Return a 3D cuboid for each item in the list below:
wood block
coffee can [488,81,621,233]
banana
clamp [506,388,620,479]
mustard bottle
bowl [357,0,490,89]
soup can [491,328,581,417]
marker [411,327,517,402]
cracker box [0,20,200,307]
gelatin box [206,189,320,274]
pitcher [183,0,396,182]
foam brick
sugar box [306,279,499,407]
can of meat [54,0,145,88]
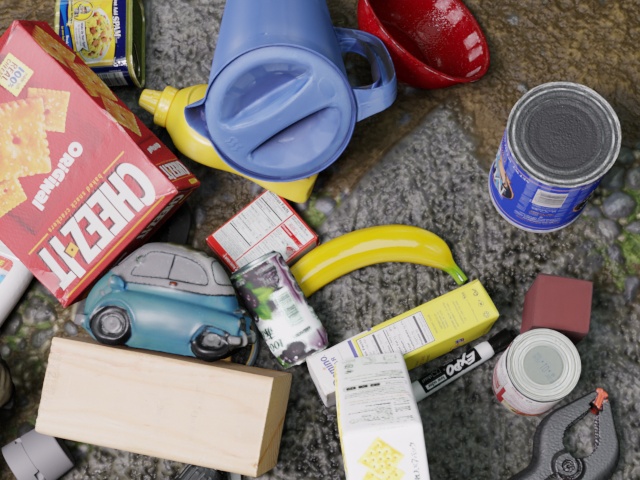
[{"bbox_3d":[-0.141,0.149,0.977,0.206,0.090,0.090,9,86,10],"label":"wood block"},{"bbox_3d":[0.219,-0.076,1.016,0.103,0.140,0.103,-1,74,2],"label":"coffee can"},{"bbox_3d":[0.043,0.022,1.049,0.198,0.037,0.069,-9,74,0],"label":"banana"},{"bbox_3d":[0.232,0.221,0.983,0.120,0.039,0.171,36,78,10],"label":"clamp"},{"bbox_3d":[-0.088,-0.108,1.060,0.191,0.058,0.096,22,46,-1],"label":"mustard bottle"},{"bbox_3d":[0.093,-0.208,1.080,0.162,0.055,0.162,23,44,-25],"label":"bowl"},{"bbox_3d":[0.197,0.122,0.980,0.068,0.102,0.068,-1,74,2],"label":"soup can"},{"bbox_3d":[0.136,0.120,1.026,0.121,0.020,0.020,-30,75,-6],"label":"marker"},{"bbox_3d":[-0.246,-0.071,0.986,0.164,0.072,0.214,-44,88,16],"label":"cracker box"},{"bbox_3d":[-0.057,0.001,1.064,0.089,0.030,0.073,-39,75,-9],"label":"gelatin box"},{"bbox_3d":[-0.030,-0.170,1.009,0.149,0.243,0.145,32,117,-22],"label":"pitcher"},{"bbox_3d":[0.222,0.068,1.007,0.053,0.078,0.051,9,73,5],"label":"foam brick"},{"bbox_3d":[0.075,0.099,0.997,0.176,0.093,0.048,-27,75,-5],"label":"sugar box"},{"bbox_3d":[-0.231,-0.208,1.118,0.084,0.057,0.102,-4,73,4],"label":"can of meat"}]
